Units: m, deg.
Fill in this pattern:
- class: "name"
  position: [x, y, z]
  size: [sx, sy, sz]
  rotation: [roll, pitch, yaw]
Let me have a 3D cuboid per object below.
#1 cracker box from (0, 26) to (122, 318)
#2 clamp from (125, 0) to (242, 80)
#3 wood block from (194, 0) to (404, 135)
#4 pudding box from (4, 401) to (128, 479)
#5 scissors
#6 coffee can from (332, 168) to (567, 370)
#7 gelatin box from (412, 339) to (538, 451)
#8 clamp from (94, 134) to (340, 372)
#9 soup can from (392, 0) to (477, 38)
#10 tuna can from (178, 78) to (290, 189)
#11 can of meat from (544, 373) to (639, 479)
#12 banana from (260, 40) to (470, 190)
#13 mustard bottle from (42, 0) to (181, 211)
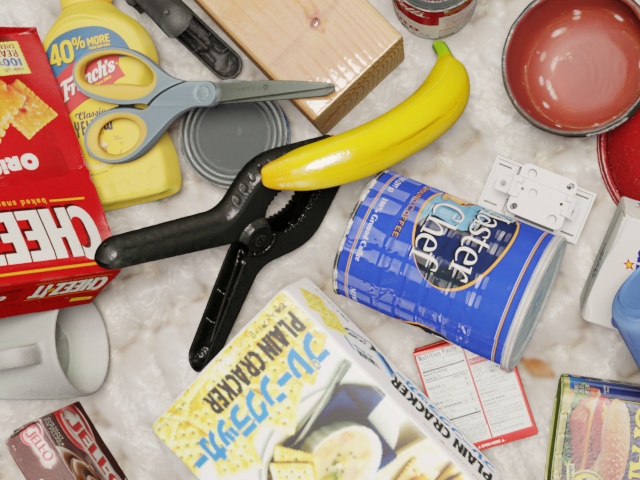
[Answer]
- class: "cracker box"
  position: [-0.255, -0.052, 0.767]
  size: [0.072, 0.163, 0.214]
  rotation: [-40, 67, 44]
- class: "clamp"
  position: [-0.130, -0.190, 0.830]
  size: [0.039, 0.120, 0.172]
  rotation: [-42, 64, 0]
- class: "wood block"
  position: [-0.040, -0.189, 0.813]
  size: [0.091, 0.090, 0.206]
  rotation: [-43, 85, 3]
- class: "pudding box"
  position: [-0.185, 0.184, 0.823]
  size: [0.039, 0.090, 0.113]
  rotation: [-31, 87, 6]
- class: "scissors"
  position: [-0.094, -0.089, 0.781]
  size: [0.202, 0.016, 0.096]
  rotation: [16, 96, 15]
- class: "coffee can"
  position: [0.094, 0.020, 0.776]
  size: [0.140, 0.102, 0.103]
  rotation: [23, 91, 18]
- class: "gelatin box"
  position: [0.119, 0.115, 0.822]
  size: [0.073, 0.030, 0.089]
  rotation: [-18, 87, 7]
- class: "clamp"
  position: [-0.055, 0.001, 0.814]
  size: [0.209, 0.164, 0.036]
  rotation: [-38, 49, -15]
- class: "soup can"
  position: [0.085, -0.192, 0.793]
  size: [0.068, 0.102, 0.068]
  rotation: [0, 89, 6]
- class: "tuna can"
  position: [-0.067, -0.082, 0.842]
  size: [0.086, 0.033, 0.086]
  rotation: [0, 89, 6]
- class: "can of meat"
  position: [0.215, 0.153, 0.798]
  size: [0.084, 0.057, 0.102]
  rotation: [7, 90, 8]
- class: "banana"
  position: [0.048, -0.083, 0.784]
  size: [0.197, 0.070, 0.037]
  rotation: [-37, 128, -25]
- class: "mustard bottle"
  position: [-0.172, -0.122, 0.841]
  size: [0.096, 0.058, 0.191]
  rotation: [-12, 87, 19]
